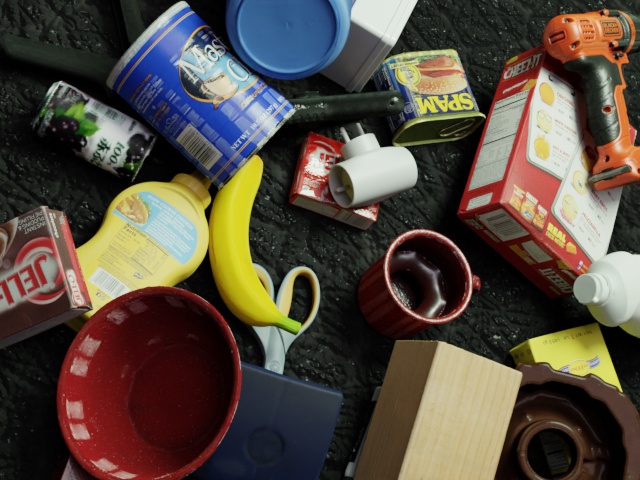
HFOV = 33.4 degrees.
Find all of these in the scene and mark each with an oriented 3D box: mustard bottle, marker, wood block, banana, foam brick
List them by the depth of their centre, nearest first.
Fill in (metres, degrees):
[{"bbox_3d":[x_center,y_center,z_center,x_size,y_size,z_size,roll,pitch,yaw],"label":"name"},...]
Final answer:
[{"bbox_3d":[-0.179,0.208,0.867,0.078,0.051,0.053,24,62,-13],"label":"foam brick"},{"bbox_3d":[0.092,0.198,0.931,0.090,0.091,0.206,22,77,-19],"label":"wood block"},{"bbox_3d":[-0.156,0.005,0.953,0.096,0.058,0.191,36,61,-1],"label":"mustard bottle"},{"bbox_3d":[0.040,0.192,0.985,0.020,0.020,0.121,29,61,-10],"label":"marker"},{"bbox_3d":[-0.072,0.003,0.992,0.069,0.037,0.198,4,58,-29],"label":"banana"}]

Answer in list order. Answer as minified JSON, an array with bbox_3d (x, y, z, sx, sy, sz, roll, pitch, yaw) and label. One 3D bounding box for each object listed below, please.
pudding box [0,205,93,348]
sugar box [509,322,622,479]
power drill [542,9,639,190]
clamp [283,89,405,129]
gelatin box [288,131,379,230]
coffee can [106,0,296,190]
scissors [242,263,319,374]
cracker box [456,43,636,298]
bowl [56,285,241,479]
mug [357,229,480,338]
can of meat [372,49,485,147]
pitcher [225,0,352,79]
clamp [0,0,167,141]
[{"bbox_3d":[-0.252,0.035,0.878,0.114,0.039,0.090,-24,75,17],"label":"pudding box"},{"bbox_3d":[0.263,0.178,1.069,0.093,0.048,0.176,-11,73,-25],"label":"sugar box"},{"bbox_3d":[0.317,-0.152,1.127,0.184,0.057,0.187,-12,84,-42],"label":"power drill"},{"bbox_3d":[-0.004,-0.128,1.044,0.171,0.120,0.039,-10,93,-22],"label":"clamp"},{"bbox_3d":[0.018,-0.060,1.069,0.089,0.030,0.073,20,63,-15],"label":"gelatin box"},{"bbox_3d":[-0.107,-0.130,0.962,0.140,0.103,0.102,43,60,-6],"label":"coffee can"},{"bbox_3d":[-0.059,0.104,0.980,0.096,0.016,0.201,27,62,-9],"label":"scissors"},{"bbox_3d":[0.241,-0.072,1.124,0.164,0.072,0.213,37,58,-27],"label":"cracker box"},{"bbox_3d":[-0.128,0.121,0.856,0.162,0.055,0.162,-7,70,18],"label":"bowl"},{"bbox_3d":[0.097,0.046,1.031,0.117,0.082,0.093,-1,70,-23],"label":"mug"},{"bbox_3d":[0.113,-0.152,1.131,0.101,0.058,0.084,-9,71,-26],"label":"can of meat"},{"bbox_3d":[-0.028,-0.259,1.003,0.149,0.145,0.243,40,26,-23],"label":"pitcher"},{"bbox_3d":[-0.190,-0.162,1.017,0.210,0.036,0.164,49,59,0],"label":"clamp"}]
